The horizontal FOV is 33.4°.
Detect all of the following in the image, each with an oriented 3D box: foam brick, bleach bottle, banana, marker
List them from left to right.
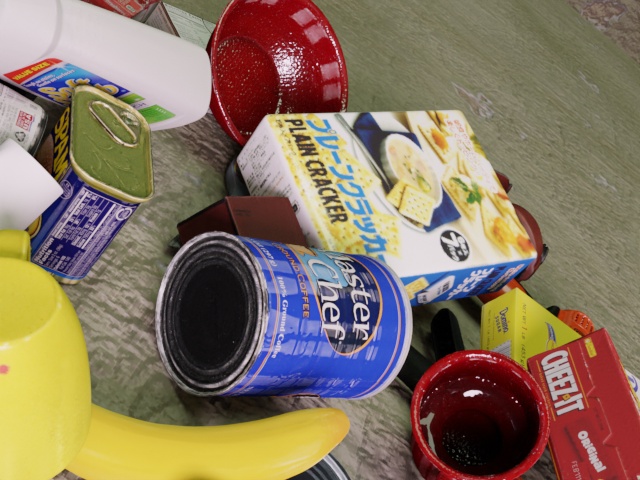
[{"bbox_3d":[-0.175,-0.127,0.713,0.250,0.103,0.068,10,78,-65],"label":"bleach bottle"},{"bbox_3d":[-0.079,0.105,0.577,0.197,0.037,0.069,15,66,-13],"label":"banana"},{"bbox_3d":[-0.055,0.001,0.777,0.078,0.051,0.053,-1,68,-55],"label":"foam brick"},{"bbox_3d":[0.126,0.119,0.893,0.020,0.020,0.121,12,39,-44],"label":"marker"}]

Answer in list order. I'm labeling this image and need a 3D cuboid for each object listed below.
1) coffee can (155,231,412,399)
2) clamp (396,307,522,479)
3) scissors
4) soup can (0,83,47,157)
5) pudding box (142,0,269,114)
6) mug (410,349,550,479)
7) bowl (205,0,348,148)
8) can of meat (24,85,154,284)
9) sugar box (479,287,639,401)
[{"bbox_3d":[-0.022,0.053,0.702,0.140,0.103,0.103,10,41,-46],"label":"coffee can"},{"bbox_3d":[0.094,0.119,0.829,0.120,0.039,0.171,5,45,-38],"label":"clamp"},{"bbox_3d":[-0.056,-0.014,0.854,0.096,0.016,0.201,37,27,-10],"label":"scissors"},{"bbox_3d":[-0.229,-0.075,0.657,0.102,0.069,0.068,28,30,-25],"label":"soup can"},{"bbox_3d":[-0.106,-0.163,0.987,0.089,0.039,0.113,13,37,-43],"label":"pudding box"},{"bbox_3d":[0.101,0.143,0.739,0.093,0.081,0.117,24,67,11],"label":"mug"},{"bbox_3d":[-0.049,-0.140,0.933,0.161,0.055,0.162,4,84,-45],"label":"bowl"},{"bbox_3d":[-0.153,-0.035,0.680,0.057,0.084,0.102,25,31,-29],"label":"can of meat"},{"bbox_3d":[0.205,0.123,0.873,0.176,0.048,0.093,33,45,-23],"label":"sugar box"}]
